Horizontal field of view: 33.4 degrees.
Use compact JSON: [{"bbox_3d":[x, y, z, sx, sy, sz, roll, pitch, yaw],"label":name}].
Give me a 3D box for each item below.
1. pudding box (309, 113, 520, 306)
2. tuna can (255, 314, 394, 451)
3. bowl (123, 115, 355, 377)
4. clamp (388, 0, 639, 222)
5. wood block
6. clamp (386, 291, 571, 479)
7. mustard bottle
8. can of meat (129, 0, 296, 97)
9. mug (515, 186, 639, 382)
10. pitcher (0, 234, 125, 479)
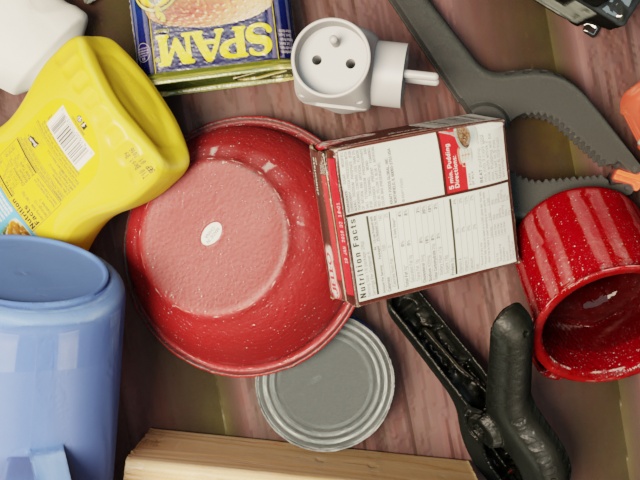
[{"bbox_3d":[0.055,-0.019,0.605,0.113,0.039,0.090,-12,103,-21],"label":"pudding box"},{"bbox_3d":[0.003,0.086,0.667,0.086,0.034,0.086,0,93,1],"label":"tuna can"},{"bbox_3d":[-0.054,0.001,0.631,0.162,0.055,0.162,-2,84,16],"label":"bowl"},{"bbox_3d":[0.097,-0.078,0.656,0.210,0.036,0.164,12,94,4],"label":"clamp"},{"bbox_3d":[-0.012,0.176,0.645,0.206,0.090,0.091,6,92,1],"label":"wood block"},{"bbox_3d":[0.099,0.098,0.646,0.039,0.120,0.171,-28,116,-20],"label":"clamp"},{"bbox_3d":[-0.169,-0.027,0.631,0.192,0.058,0.096,-38,83,26],"label":"mustard bottle"},{"bbox_3d":[-0.065,-0.136,0.646,0.102,0.057,0.084,-7,91,1],"label":"can of meat"},{"bbox_3d":[0.156,0.031,0.632,0.093,0.081,0.117,10,129,-15],"label":"mug"},{"bbox_3d":[-0.169,0.129,0.584,0.149,0.144,0.243,15,111,10],"label":"pitcher"}]
